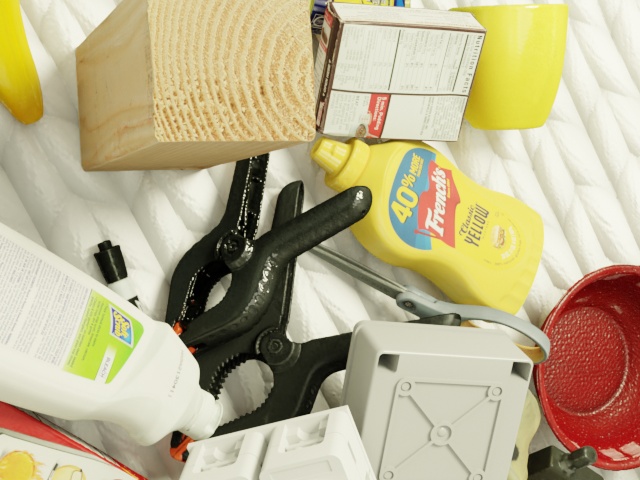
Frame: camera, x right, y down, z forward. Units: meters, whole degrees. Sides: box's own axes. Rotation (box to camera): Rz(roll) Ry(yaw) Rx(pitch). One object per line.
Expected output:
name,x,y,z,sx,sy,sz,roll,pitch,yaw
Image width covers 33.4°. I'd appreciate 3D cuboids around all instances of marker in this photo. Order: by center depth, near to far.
marker,-0.128,0.057,0.731,0.020,0.020,0.121,-22,97,-21

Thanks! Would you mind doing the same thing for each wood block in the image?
wood block,-0.084,-0.094,0.649,0.090,0.206,0.090,-4,91,-22

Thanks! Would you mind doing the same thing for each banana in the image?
banana,-0.202,-0.177,0.693,0.069,0.037,0.198,9,86,-21

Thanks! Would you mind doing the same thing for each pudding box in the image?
pudding box,0.053,-0.118,0.757,0.113,0.039,0.090,0,122,-19

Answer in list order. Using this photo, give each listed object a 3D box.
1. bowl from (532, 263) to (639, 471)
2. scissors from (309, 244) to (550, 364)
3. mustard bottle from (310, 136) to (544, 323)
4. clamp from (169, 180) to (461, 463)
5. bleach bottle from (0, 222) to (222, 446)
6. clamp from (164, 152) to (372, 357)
bowl,0.227,0.099,0.855,0.161,0.055,0.162,0,89,-22
scissors,0.072,0.058,0.805,0.202,0.096,0.016,20,53,8
mustard bottle,0.075,-0.022,0.792,0.191,0.058,0.096,30,64,-18
clamp,-0.031,0.067,0.742,0.210,0.036,0.165,-40,68,-4
bleach bottle,-0.166,0.063,0.641,0.250,0.068,0.102,35,53,-28
clamp,-0.055,0.001,0.735,0.171,0.120,0.039,-46,137,0
